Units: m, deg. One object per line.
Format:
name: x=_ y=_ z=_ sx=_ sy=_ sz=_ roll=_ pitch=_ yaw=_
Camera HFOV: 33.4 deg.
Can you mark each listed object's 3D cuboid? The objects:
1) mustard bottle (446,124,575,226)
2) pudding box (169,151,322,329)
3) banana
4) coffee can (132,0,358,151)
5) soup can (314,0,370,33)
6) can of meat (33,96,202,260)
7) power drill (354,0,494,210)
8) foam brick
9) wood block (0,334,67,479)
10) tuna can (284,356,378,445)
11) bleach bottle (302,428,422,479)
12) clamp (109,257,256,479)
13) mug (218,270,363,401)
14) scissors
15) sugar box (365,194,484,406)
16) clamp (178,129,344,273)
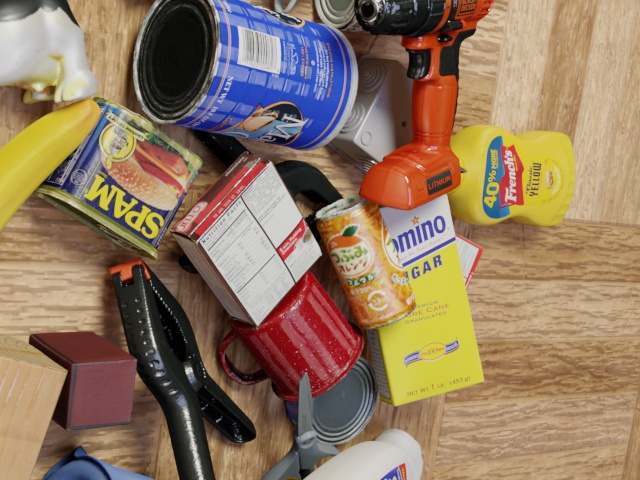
mustard bottle: x=0.167 y=-0.063 z=1.033 sx=0.191 sy=0.058 sz=0.096 roll=0 pitch=99 yaw=-39
pudding box: x=-0.055 y=0.001 z=0.838 sx=0.090 sy=0.039 sz=0.113 roll=-48 pitch=133 yaw=-20
banana: x=-0.224 y=-0.020 z=0.738 sx=0.197 sy=0.070 sz=0.037 roll=-59 pitch=142 yaw=-16
coffee can: x=-0.056 y=-0.128 z=0.813 sx=0.140 sy=0.103 sz=0.103 roll=6 pitch=97 yaw=-44
soup can: x=0.054 y=-0.210 z=0.909 sx=0.102 sy=0.069 sz=0.068 roll=-4 pitch=103 yaw=-37
can of meat: x=-0.148 y=-0.046 z=0.799 sx=0.102 sy=0.058 sz=0.084 roll=36 pitch=75 yaw=-38
power drill: x=0.076 y=-0.123 z=0.849 sx=0.184 sy=0.057 sz=0.188 roll=-23 pitch=127 yaw=-52
foam brick: x=-0.179 y=0.103 z=0.795 sx=0.051 sy=0.078 sz=0.053 roll=-1 pitch=103 yaw=-38
wood block: x=-0.263 y=0.167 z=0.738 sx=0.090 sy=0.090 sz=0.206 roll=21 pitch=87 yaw=-38
tuna can: x=0.010 y=0.142 z=0.978 sx=0.085 sy=0.034 sz=0.086 roll=-9 pitch=106 yaw=-36
bleach bottle: x=0.040 y=0.220 z=0.943 sx=0.250 sy=0.068 sz=0.102 roll=-25 pitch=115 yaw=-66
clamp: x=-0.108 y=0.110 z=0.849 sx=0.036 sy=0.164 sz=0.210 roll=-21 pitch=96 yaw=11
mug: x=-0.033 y=0.081 z=0.906 sx=0.117 sy=0.093 sz=0.081 roll=-29 pitch=118 yaw=12
scissors: x=-0.028 y=0.181 z=0.915 sx=0.096 sy=0.016 sz=0.201 roll=-32 pitch=145 yaw=-6
sugar box: x=0.084 y=0.052 z=0.968 sx=0.093 sy=0.048 sz=0.176 roll=-14 pitch=96 yaw=-16
clamp: x=-0.047 y=-0.021 z=0.893 sx=0.171 sy=0.039 sz=0.120 roll=15 pitch=94 yaw=-39
